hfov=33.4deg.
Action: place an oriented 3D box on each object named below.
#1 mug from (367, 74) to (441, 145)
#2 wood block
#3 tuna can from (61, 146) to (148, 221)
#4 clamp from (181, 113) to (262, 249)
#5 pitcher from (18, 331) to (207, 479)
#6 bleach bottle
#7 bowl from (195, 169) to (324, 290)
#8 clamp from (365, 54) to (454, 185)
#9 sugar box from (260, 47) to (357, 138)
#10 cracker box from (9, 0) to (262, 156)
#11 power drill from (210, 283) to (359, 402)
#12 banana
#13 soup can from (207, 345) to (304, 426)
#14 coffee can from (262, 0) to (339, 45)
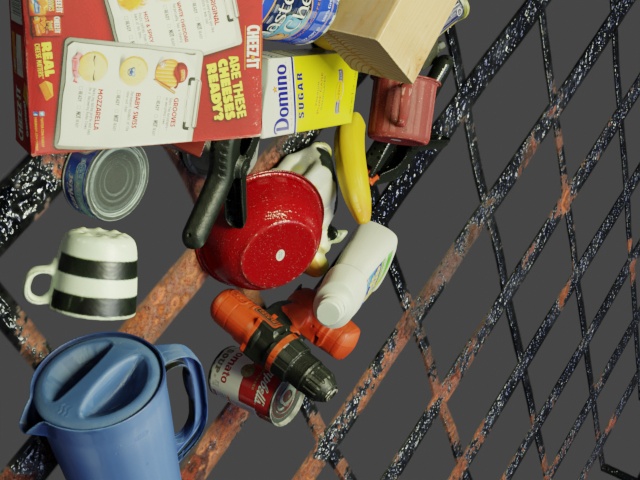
[{"bbox_3d":[0.105,-0.169,1.370,0.117,0.093,0.081,150,-52,-88],"label":"mug"},{"bbox_3d":[0.095,-0.288,1.170,0.090,0.090,0.206,40,75,-51],"label":"wood block"},{"bbox_3d":[-0.208,-0.063,1.040,0.086,0.034,0.086,-32,132,-44],"label":"tuna can"},{"bbox_3d":[-0.097,-0.072,1.083,0.120,0.039,0.171,-52,155,-62],"label":"clamp"},{"bbox_3d":[-0.201,0.218,1.116,0.145,0.149,0.243,-72,162,-48],"label":"pitcher"},{"bbox_3d":[0.036,0.055,1.346,0.103,0.068,0.250,-66,174,22],"label":"bleach bottle"},{"bbox_3d":[-0.058,0.001,1.217,0.162,0.055,0.162,-16,130,-20],"label":"bowl"},{"bbox_3d":[0.122,-0.153,1.477,0.209,0.036,0.164,-40,146,-35],"label":"clamp"},{"bbox_3d":[-0.024,-0.175,1.243,0.175,0.048,0.093,-20,122,-52],"label":"sugar box"},{"bbox_3d":[-0.161,-0.168,0.938,0.213,0.072,0.164,-8,112,-27],"label":"cracker box"},{"bbox_3d":[-0.024,0.119,1.296,0.057,0.184,0.187,-56,160,16],"label":"power drill"},{"bbox_3d":[0.043,-0.104,1.320,0.069,0.037,0.197,49,27,-31],"label":"banana"},{"bbox_3d":[-0.078,0.176,1.303,0.068,0.102,0.068,-32,132,-44],"label":"soup can"},{"bbox_3d":[-0.060,-0.256,1.089,0.140,0.103,0.103,-7,113,-55],"label":"coffee can"}]
